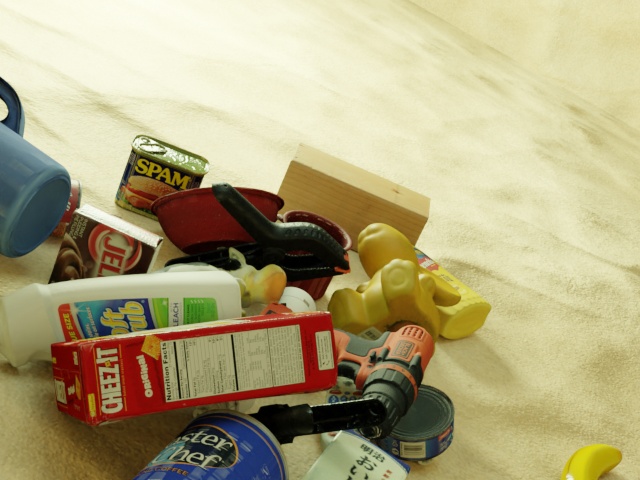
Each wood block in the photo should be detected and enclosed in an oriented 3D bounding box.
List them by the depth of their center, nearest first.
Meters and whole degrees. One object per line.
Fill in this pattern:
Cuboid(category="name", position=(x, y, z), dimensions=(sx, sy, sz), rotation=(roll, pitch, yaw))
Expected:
Cuboid(category="wood block", position=(0.043, -0.050, 1.513), dimensions=(0.206, 0.090, 0.090), rotation=(23, 23, -1))

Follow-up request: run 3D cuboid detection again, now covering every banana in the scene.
Cuboid(category="banana", position=(0.294, 0.267, 1.166), dimensions=(0.069, 0.037, 0.197), rotation=(43, 26, -1))

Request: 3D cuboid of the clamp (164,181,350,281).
Cuboid(category="clamp", position=(-0.058, 0.001, 1.210), dimensions=(0.209, 0.165, 0.036), rotation=(8, 51, -18))

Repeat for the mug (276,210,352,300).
Cuboid(category="mug", position=(-0.027, 0.015, 1.326), dimensions=(0.117, 0.082, 0.093), rotation=(35, 27, 23))

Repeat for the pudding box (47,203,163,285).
Cuboid(category="pudding box", position=(-0.220, 0.031, 1.079), dimensions=(0.090, 0.114, 0.039), rotation=(24, 21, 1))

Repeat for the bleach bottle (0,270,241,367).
Cuboid(category="bleach bottle", position=(-0.202, 0.085, 1.015), dimensions=(0.250, 0.102, 0.068), rotation=(-4, 14, -25))

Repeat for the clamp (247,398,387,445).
Cuboid(category="clamp", position=(-0.028, 0.163, 0.951), dimensions=(0.120, 0.039, 0.172), rotation=(11, -18, -42))

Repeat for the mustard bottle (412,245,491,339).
Cuboid(category="mustard bottle", position=(0.130, 0.053, 1.420), dimensions=(0.096, 0.058, 0.192), rotation=(-10, 40, -45))

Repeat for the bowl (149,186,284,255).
Cuboid(category="bowl", position=(-0.122, -0.016, 1.276), dimensions=(0.161, 0.162, 0.055), rotation=(6, 74, -35))

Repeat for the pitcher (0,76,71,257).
Cuboid(category="pitcher", position=(-0.374, -0.094, 1.095), dimensions=(0.243, 0.149, 0.144), rotation=(31, 20, 11))

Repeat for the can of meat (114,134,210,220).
Cuboid(category="can of meat", position=(-0.201, -0.074, 1.347), dimensions=(0.102, 0.084, 0.057), rotation=(21, 25, -7))

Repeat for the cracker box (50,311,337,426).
Cuboid(category="cracker box", position=(-0.112, 0.109, 0.923), dimensions=(0.213, 0.072, 0.164), rotation=(-6, -3, -22))

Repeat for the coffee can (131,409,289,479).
Cuboid(category="coffee can", position=(-0.098, 0.209, 0.841), dimensions=(0.103, 0.103, 0.140), rotation=(29, 25, 11))

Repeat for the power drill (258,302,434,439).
Cuboid(category="power drill", position=(0.011, 0.130, 1.092), dimensions=(0.188, 0.057, 0.184), rotation=(13, 25, 15))

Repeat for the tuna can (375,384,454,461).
Cuboid(category="tuna can", position=(0.096, 0.188, 1.104), dimensions=(0.086, 0.034, 0.086), rotation=(-3, 32, 2))
